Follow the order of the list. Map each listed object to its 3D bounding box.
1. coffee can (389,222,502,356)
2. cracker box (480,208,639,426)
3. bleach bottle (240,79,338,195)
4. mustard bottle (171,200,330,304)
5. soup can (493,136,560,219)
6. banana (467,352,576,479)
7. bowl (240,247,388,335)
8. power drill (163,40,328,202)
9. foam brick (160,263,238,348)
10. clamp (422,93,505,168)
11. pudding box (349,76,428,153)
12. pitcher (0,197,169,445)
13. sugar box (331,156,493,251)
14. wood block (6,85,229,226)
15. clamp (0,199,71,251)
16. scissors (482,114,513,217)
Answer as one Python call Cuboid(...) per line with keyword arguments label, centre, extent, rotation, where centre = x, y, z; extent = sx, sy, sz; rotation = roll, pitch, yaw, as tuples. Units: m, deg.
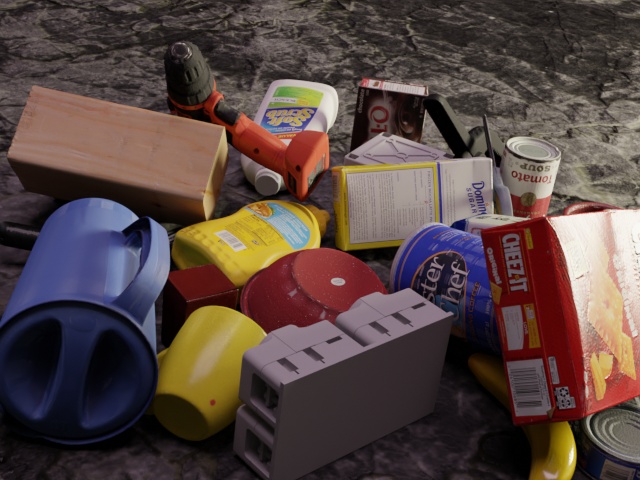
Cuboid(label="coffee can", centre=(0.150, 0.048, 1.019), extent=(0.102, 0.103, 0.141), rotation=(-18, 25, -38))
Cuboid(label="cracker box", centre=(0.233, 0.059, 0.923), extent=(0.072, 0.164, 0.213), rotation=(-13, -5, 40))
Cuboid(label="bleach bottle", centre=(-0.041, -0.127, 1.360), extent=(0.102, 0.068, 0.250), rotation=(9, 31, 3))
Cuboid(label="mustard bottle", centre=(-0.058, 0.002, 1.126), extent=(0.096, 0.058, 0.191), rotation=(38, 40, 26))
Cuboid(label="soup can", centre=(0.243, -0.064, 1.271), extent=(0.068, 0.102, 0.068), rotation=(6, 29, -4))
Cuboid(label="banana", centre=(0.180, 0.157, 0.927), extent=(0.069, 0.037, 0.198), rotation=(6, 29, -7))
Cuboid(label="bowl", centre=(0.008, 0.057, 1.012), extent=(0.162, 0.055, 0.162), rotation=(15, 36, -11))
Cuboid(label="power drill", centre=(-0.081, -0.127, 1.141), extent=(0.188, 0.184, 0.057), rotation=(33, 76, 12))
Cuboid(label="foam brick", centre=(-0.112, 0.068, 0.976), extent=(0.052, 0.078, 0.051), rotation=(-11, 36, -30))
Cuboid(label="clamp", centre=(0.178, -0.102, 1.295), extent=(0.036, 0.164, 0.209), rotation=(5, 14, 35))
Cuboid(label="pudding box", centre=(0.088, -0.149, 1.376), extent=(0.090, 0.113, 0.039), rotation=(8, 30, 3))
Cuboid(label="pitcher", centre=(-0.197, 0.048, 0.926), extent=(0.149, 0.145, 0.243), rotation=(-6, 26, -4))
Cuboid(label="sugar box", centre=(0.104, -0.042, 1.190), extent=(0.176, 0.093, 0.048), rotation=(-4, 8, -14))
Cuboid(label="wood block", centre=(-0.209, -0.085, 1.127), extent=(0.206, 0.091, 0.090), rotation=(13, 70, 3))
Cuboid(label="clamp", centre=(-0.236, 0.001, 1.108), extent=(0.171, 0.039, 0.120), rotation=(20, 28, 8))
Cuboid(label="scissors", centre=(0.202, -0.074, 1.219), extent=(0.016, 0.096, 0.202), rotation=(-6, 70, 3))
